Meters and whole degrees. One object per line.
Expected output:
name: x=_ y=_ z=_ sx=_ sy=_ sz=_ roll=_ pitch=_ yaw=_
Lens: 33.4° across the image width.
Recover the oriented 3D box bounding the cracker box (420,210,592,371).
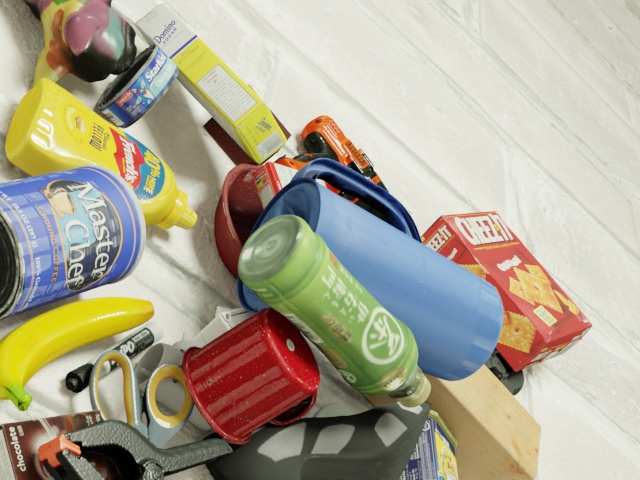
cracker box: x=0.243 y=0.059 z=1.400 sx=0.214 sy=0.072 sz=0.163 roll=53 pitch=29 yaw=20

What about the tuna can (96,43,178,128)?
tuna can: x=-0.180 y=-0.151 z=1.053 sx=0.033 sy=0.086 sz=0.086 roll=43 pitch=34 yaw=-22

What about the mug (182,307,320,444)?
mug: x=-0.047 y=0.116 z=0.890 sx=0.117 sy=0.082 sz=0.093 roll=46 pitch=18 yaw=-34

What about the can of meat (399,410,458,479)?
can of meat: x=0.107 y=0.234 z=1.088 sx=0.102 sy=0.057 sz=0.084 roll=56 pitch=24 yaw=-48

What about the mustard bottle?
mustard bottle: x=-0.192 y=-0.063 z=0.982 sx=0.191 sy=0.058 sz=0.096 roll=35 pitch=32 yaw=-31

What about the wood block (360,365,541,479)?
wood block: x=0.142 y=0.180 z=1.172 sx=0.206 sy=0.091 sz=0.090 roll=46 pitch=33 yaw=-14

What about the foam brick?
foam brick: x=-0.081 y=-0.122 z=1.192 sx=0.078 sy=0.051 sz=0.053 roll=49 pitch=32 yaw=-11

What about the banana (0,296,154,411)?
banana: x=-0.204 y=0.082 z=0.833 sx=0.070 sy=0.037 sz=0.197 roll=23 pitch=25 yaw=12

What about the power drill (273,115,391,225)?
power drill: x=0.016 y=-0.052 z=1.255 sx=0.184 sy=0.057 sz=0.187 roll=52 pitch=29 yaw=1

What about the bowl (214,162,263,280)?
bowl: x=-0.057 y=0.001 z=1.105 sx=0.162 sy=0.055 sz=0.162 roll=34 pitch=37 yaw=-31

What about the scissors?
scissors: x=-0.128 y=0.180 z=0.841 sx=0.096 sy=0.016 sz=0.202 roll=-10 pitch=73 yaw=-32

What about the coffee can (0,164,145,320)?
coffee can: x=-0.221 y=0.000 z=0.840 sx=0.103 sy=0.103 sz=0.140 roll=59 pitch=32 yaw=6

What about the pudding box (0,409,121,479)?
pudding box: x=-0.188 y=0.185 z=0.774 sx=0.089 sy=0.039 sz=0.113 roll=2 pitch=60 yaw=-53

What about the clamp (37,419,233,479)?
clamp: x=-0.127 y=0.189 z=0.782 sx=0.171 sy=0.039 sz=0.120 roll=22 pitch=41 yaw=-39

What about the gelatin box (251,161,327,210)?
gelatin box: x=-0.024 y=-0.037 z=1.102 sx=0.089 sy=0.030 sz=0.073 roll=14 pitch=49 yaw=-48

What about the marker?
marker: x=-0.172 y=0.097 z=0.895 sx=0.020 sy=0.020 sz=0.120 roll=56 pitch=32 yaw=0

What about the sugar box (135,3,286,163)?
sugar box: x=-0.113 y=-0.164 z=1.109 sx=0.176 sy=0.048 sz=0.093 roll=49 pitch=-4 yaw=23

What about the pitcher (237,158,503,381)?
pitcher: x=0.054 y=0.037 z=1.017 sx=0.242 sy=0.149 sz=0.145 roll=25 pitch=12 yaw=-27
